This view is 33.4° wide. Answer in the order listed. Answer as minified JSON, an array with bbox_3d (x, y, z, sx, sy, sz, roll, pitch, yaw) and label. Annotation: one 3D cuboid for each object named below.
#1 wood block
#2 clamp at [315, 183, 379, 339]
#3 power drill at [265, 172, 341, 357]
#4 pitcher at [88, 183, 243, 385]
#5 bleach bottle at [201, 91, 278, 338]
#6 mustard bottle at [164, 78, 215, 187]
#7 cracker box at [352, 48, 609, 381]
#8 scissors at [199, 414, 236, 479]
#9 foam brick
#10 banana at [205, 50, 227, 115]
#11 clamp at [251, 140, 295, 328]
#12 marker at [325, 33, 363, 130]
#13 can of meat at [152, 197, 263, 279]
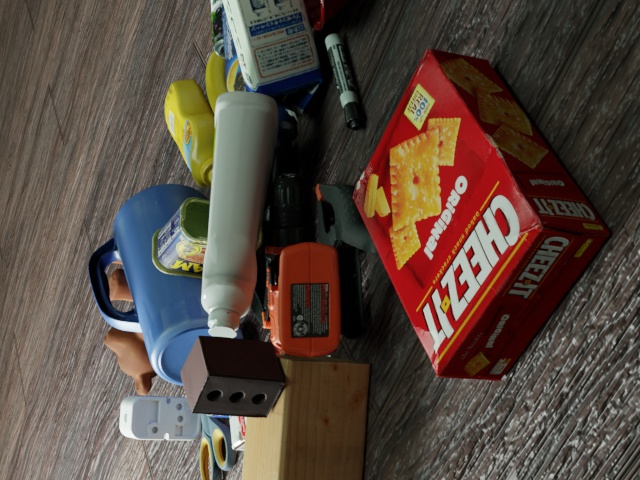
[{"bbox_3d":[-0.018,0.216,1.026,0.091,0.090,0.206,-3,82,63],"label":"wood block"},{"bbox_3d":[0.025,0.010,1.041,0.171,0.039,0.120,-113,37,-55],"label":"clamp"},{"bbox_3d":[-0.021,0.029,1.040,0.188,0.057,0.184,-135,42,-81],"label":"power drill"},{"bbox_3d":[-0.177,0.057,1.275,0.149,0.144,0.243,-53,36,26],"label":"pitcher"},{"bbox_3d":[-0.087,-0.023,1.092,0.102,0.068,0.251,95,180,-61],"label":"bleach bottle"},{"bbox_3d":[-0.153,-0.125,1.381,0.192,0.058,0.096,-120,26,-48],"label":"mustard bottle"},{"bbox_3d":[0.112,-0.022,0.845,0.164,0.072,0.214,-63,35,36],"label":"cracker box"},{"bbox_3d":[-0.134,0.211,1.326,0.096,0.016,0.202,-38,52,52],"label":"scissors"},{"bbox_3d":[-0.081,0.126,0.983,0.053,0.078,0.051,-63,31,34],"label":"foam brick"},{"bbox_3d":[-0.115,-0.186,1.350,0.070,0.037,0.198,-60,36,40],"label":"banana"},{"bbox_3d":[-0.058,0.001,1.202,0.165,0.036,0.210,-58,33,41],"label":"clamp"},{"bbox_3d":[0.025,-0.163,1.097,0.020,0.020,0.121,-51,42,46],"label":"marker"},{"bbox_3d":[-0.123,-0.001,1.178,0.084,0.102,0.057,-43,43,50],"label":"can of meat"}]
